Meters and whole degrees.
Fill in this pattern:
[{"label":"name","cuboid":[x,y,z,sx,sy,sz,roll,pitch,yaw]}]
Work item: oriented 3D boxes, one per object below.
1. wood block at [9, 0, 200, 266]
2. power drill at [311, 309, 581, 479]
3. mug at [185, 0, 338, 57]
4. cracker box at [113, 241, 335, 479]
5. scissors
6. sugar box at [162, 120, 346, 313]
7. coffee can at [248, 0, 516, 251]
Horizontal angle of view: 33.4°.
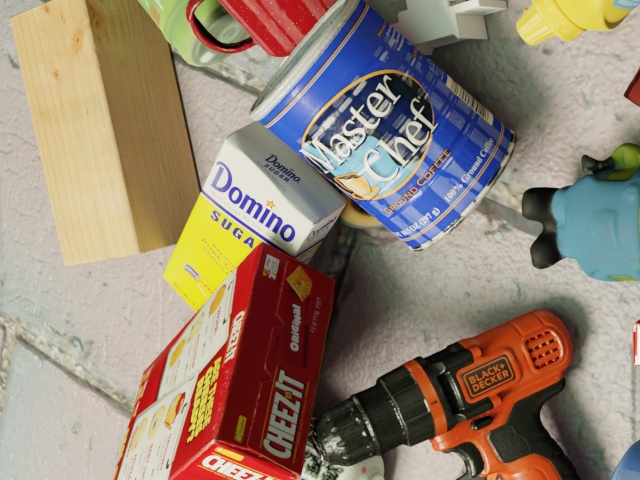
[{"label":"wood block","cuboid":[-0.171,-0.091,0.871,0.090,0.090,0.206,-9,96,36]},{"label":"power drill","cuboid":[0.106,0.159,0.699,0.184,0.057,0.187,-23,93,-8]},{"label":"mug","cuboid":[-0.039,-0.175,0.741,0.117,0.081,0.093,-38,32,11]},{"label":"cracker box","cuboid":[-0.077,0.128,0.767,0.072,0.164,0.214,26,137,-18]},{"label":"scissors","cuboid":[-0.005,-0.013,0.813,0.096,0.016,0.202,33,138,-1]},{"label":"sugar box","cuboid":[-0.056,0.001,0.808,0.093,0.048,0.176,45,140,13]},{"label":"coffee can","cuboid":[0.039,-0.076,0.686,0.140,0.102,0.103,39,124,-11]}]
